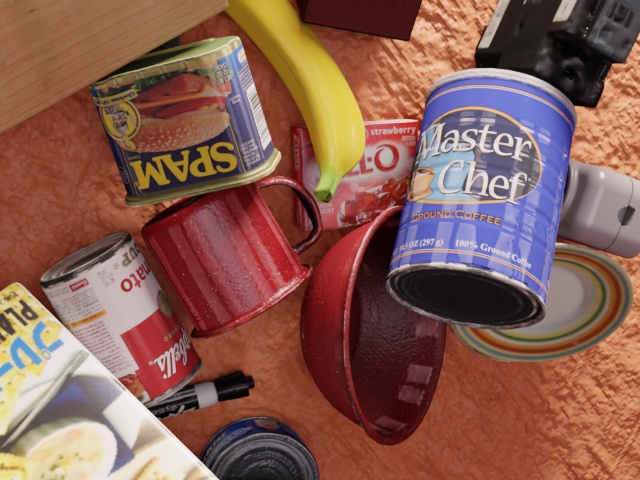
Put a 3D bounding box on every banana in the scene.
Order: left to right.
[{"bbox_3d":[-0.022,-0.119,0.703,0.037,0.069,0.198,-35,80,30],"label":"banana"}]

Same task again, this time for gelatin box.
[{"bbox_3d":[0.024,-0.046,0.750,0.089,0.030,0.073,-5,99,-15],"label":"gelatin box"}]

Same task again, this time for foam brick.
[{"bbox_3d":[0.026,-0.172,0.710,0.078,0.053,0.051,7,127,-16],"label":"foam brick"}]

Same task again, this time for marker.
[{"bbox_3d":[-0.105,0.114,0.746,0.121,0.020,0.020,-14,102,-13],"label":"marker"}]

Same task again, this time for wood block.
[{"bbox_3d":[-0.169,-0.142,0.622,0.206,0.091,0.090,-33,146,-16],"label":"wood block"}]

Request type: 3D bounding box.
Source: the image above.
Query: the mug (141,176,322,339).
[{"bbox_3d":[-0.055,0.001,0.705,0.117,0.093,0.081,-30,100,-4],"label":"mug"}]

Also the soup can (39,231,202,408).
[{"bbox_3d":[-0.131,0.054,0.704,0.068,0.068,0.102,-29,105,-9],"label":"soup can"}]

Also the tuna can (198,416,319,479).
[{"bbox_3d":[-0.044,0.172,0.763,0.086,0.034,0.086,-2,99,-15],"label":"tuna can"}]

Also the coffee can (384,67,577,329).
[{"bbox_3d":[0.106,-0.025,0.695,0.102,0.103,0.140,21,68,-17],"label":"coffee can"}]

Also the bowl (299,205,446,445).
[{"bbox_3d":[0.032,0.057,0.730,0.055,0.161,0.162,1,101,29],"label":"bowl"}]

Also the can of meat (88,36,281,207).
[{"bbox_3d":[-0.086,-0.076,0.669,0.102,0.057,0.084,-11,111,16],"label":"can of meat"}]
